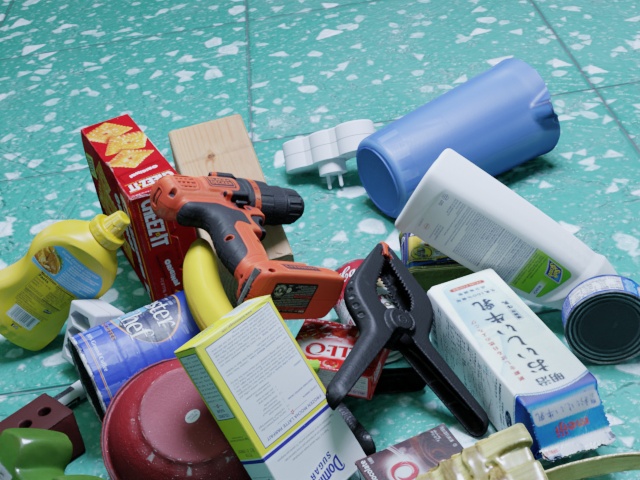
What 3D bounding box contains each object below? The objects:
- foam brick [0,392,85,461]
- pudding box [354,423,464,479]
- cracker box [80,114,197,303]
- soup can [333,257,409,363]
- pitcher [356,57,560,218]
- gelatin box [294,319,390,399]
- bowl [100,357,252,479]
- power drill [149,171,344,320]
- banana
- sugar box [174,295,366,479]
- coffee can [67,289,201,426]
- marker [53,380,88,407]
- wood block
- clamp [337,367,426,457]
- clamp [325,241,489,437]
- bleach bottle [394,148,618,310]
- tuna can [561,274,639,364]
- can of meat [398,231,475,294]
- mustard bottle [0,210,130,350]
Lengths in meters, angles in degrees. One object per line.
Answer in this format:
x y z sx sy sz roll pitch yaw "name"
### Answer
-0.274 0.193 1.016 0.053 0.051 0.078 21 43 39 "foam brick"
0.093 0.215 0.898 0.090 0.039 0.114 -20 34 -16 "pudding box"
-0.206 -0.032 1.248 0.072 0.164 0.214 -21 34 -16 "cracker box"
0.053 0.072 1.106 0.068 0.068 0.102 -16 33 -10 "soup can"
0.165 -0.123 1.343 0.242 0.149 0.145 -27 59 -20 "pitcher"
0.017 0.111 1.021 0.089 0.030 0.073 9 34 15 "gelatin box"
-0.116 0.165 0.953 0.162 0.055 0.162 4 57 -6 "bowl"
-0.057 0.001 1.055 0.184 0.057 0.188 1 34 -40 "power drill"
-0.086 0.072 1.012 0.069 0.037 0.198 -15 50 -40 "banana"
-0.041 0.145 0.924 0.093 0.176 0.048 -34 10 -36 "sugar box"
-0.166 0.116 1.062 0.140 0.103 0.103 -22 34 -20 "coffee can"
-0.284 0.178 1.073 0.120 0.020 0.020 -33 39 -32 "marker"
-0.101 -0.032 1.218 0.090 0.090 0.206 -16 58 -9 "wood block"
0.015 0.141 1.038 0.172 0.039 0.120 23 36 33 "clamp"
0.078 0.091 1.005 0.164 0.036 0.210 20 41 -20 "clamp"
0.204 0.015 1.084 0.251 0.103 0.068 35 46 6 "bleach bottle"
0.276 0.075 1.026 0.086 0.086 0.033 -4 31 8 "tuna can"
0.137 0.024 1.170 0.102 0.057 0.084 -5 35 8 "can of meat"
-0.277 0.033 1.150 0.192 0.096 0.058 -39 25 17 "mustard bottle"
